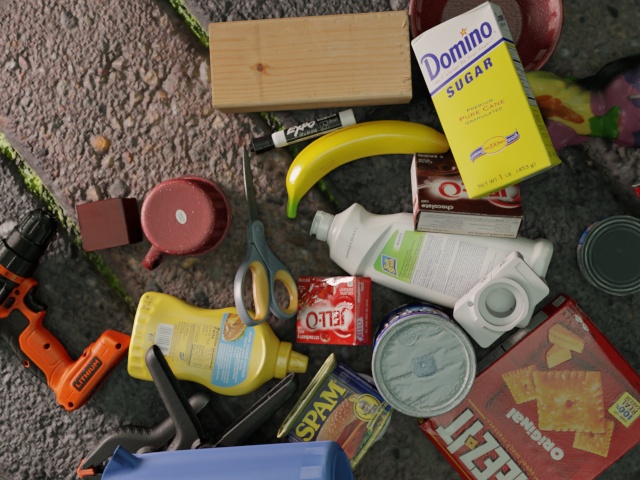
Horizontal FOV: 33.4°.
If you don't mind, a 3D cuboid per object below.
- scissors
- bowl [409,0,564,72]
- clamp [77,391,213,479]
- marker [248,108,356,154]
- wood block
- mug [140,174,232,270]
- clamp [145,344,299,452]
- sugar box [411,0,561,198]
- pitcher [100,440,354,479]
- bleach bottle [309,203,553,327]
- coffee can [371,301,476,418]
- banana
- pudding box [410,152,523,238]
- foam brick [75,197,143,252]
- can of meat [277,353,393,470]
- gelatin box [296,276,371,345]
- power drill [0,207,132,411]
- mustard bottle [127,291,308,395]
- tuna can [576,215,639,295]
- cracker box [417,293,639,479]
[{"bbox_3d":[-0.058,0.001,1.175,0.016,0.096,0.201,-18,60,42],"label":"scissors"},{"bbox_3d":[0.175,-0.236,1.141,0.162,0.055,0.162,0,92,3],"label":"bowl"},{"bbox_3d":[-0.180,0.247,1.187,0.171,0.039,0.120,-20,93,7],"label":"clamp"},{"bbox_3d":[-0.021,-0.119,1.174,0.121,0.020,0.020,-17,91,4],"label":"marker"},{"bbox_3d":[-0.009,-0.188,1.137,0.206,0.090,0.091,-3,93,3],"label":"wood block"},{"bbox_3d":[-0.154,-0.017,1.154,0.093,0.081,0.117,40,93,1],"label":"mug"},{"bbox_3d":[-0.109,0.218,1.143,0.164,0.036,0.210,5,103,4],"label":"clamp"},{"bbox_3d":[0.165,-0.140,1.072,0.093,0.048,0.176,-24,85,25],"label":"sugar box"},{"bbox_3d":[-0.089,0.276,1.065,0.243,0.149,0.145,-9,64,13],"label":"pitcher"},{"bbox_3d":[0.114,0.011,1.150,0.251,0.068,0.102,18,94,5],"label":"bleach bottle"},{"bbox_3d":[0.105,0.121,1.114,0.103,0.140,0.103,0,92,3],"label":"coffee can"},{"bbox_3d":[0.041,-0.094,1.166,0.198,0.037,0.069,-23,112,5],"label":"banana"},{"bbox_3d":[0.154,-0.048,1.129,0.113,0.090,0.039,2,135,-1],"label":"pudding box"},{"bbox_3d":[-0.228,-0.018,1.160,0.051,0.078,0.053,-9,91,2],"label":"foam brick"},{"bbox_3d":[0.018,0.184,1.111,0.084,0.057,0.102,35,94,-1],"label":"can of meat"},{"bbox_3d":[0.014,0.075,1.147,0.089,0.030,0.073,-1,87,44],"label":"gelatin box"},{"bbox_3d":[-0.300,0.082,1.179,0.187,0.057,0.184,38,97,4],"label":"power drill"},{"bbox_3d":[-0.108,0.118,1.167,0.191,0.058,0.096,10,85,3],"label":"mustard bottle"},{"bbox_3d":[0.321,0.015,1.152,0.086,0.033,0.086,0,92,3],"label":"tuna can"},{"bbox_3d":[0.236,0.187,1.143,0.214,0.072,0.164,-41,89,4],"label":"cracker box"}]
